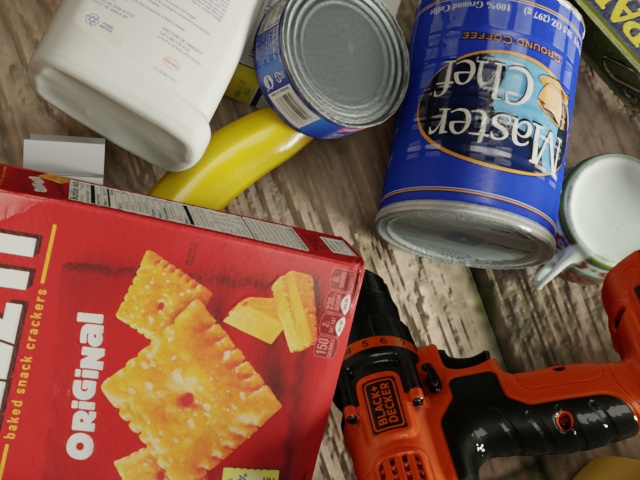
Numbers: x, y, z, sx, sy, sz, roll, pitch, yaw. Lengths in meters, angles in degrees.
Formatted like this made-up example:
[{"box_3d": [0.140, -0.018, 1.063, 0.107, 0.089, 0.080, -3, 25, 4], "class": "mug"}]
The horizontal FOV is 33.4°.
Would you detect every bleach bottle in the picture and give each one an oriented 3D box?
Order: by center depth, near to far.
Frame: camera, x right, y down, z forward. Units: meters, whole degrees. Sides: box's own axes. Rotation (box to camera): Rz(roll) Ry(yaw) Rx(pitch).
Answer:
[{"box_3d": [-0.058, -0.168, 0.587, 0.102, 0.068, 0.250, 31, 69, -14], "class": "bleach bottle"}]

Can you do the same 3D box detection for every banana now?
[{"box_3d": [-0.071, -0.005, 0.600, 0.069, 0.037, 0.198, 31, 85, -13], "class": "banana"}]

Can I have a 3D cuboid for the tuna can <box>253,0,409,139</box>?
[{"box_3d": [0.006, -0.100, 0.589, 0.086, 0.034, 0.086, 8, 76, -34], "class": "tuna can"}]

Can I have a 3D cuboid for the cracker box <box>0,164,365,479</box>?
[{"box_3d": [-0.100, 0.061, 0.531, 0.213, 0.072, 0.164, 12, 100, -15], "class": "cracker box"}]

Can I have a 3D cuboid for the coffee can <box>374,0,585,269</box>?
[{"box_3d": [0.094, -0.065, 0.621, 0.102, 0.103, 0.140, 14, 75, -9], "class": "coffee can"}]

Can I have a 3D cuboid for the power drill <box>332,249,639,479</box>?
[{"box_3d": [0.097, 0.064, 0.561, 0.187, 0.057, 0.184, -17, 43, 3], "class": "power drill"}]
